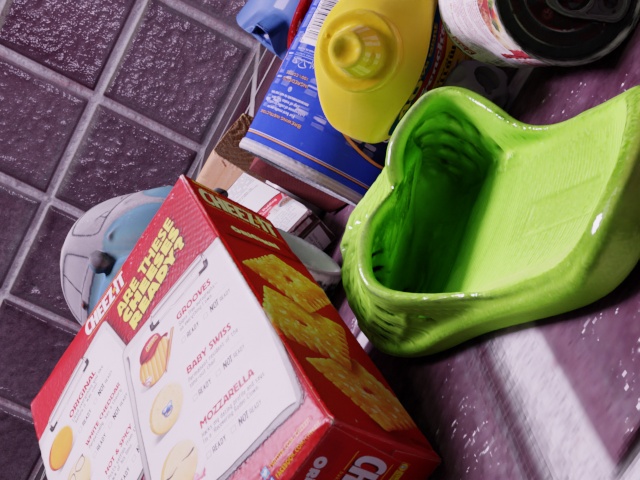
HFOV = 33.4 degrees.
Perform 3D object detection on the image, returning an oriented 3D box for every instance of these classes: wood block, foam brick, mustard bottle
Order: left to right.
[{"bbox_3d":[-0.096,-0.010,1.055,0.206,0.091,0.090,-55,3,35],"label":"wood block"},{"bbox_3d":[-0.006,-0.065,0.839,0.053,0.078,0.051,-65,10,-19],"label":"foam brick"},{"bbox_3d":[0.040,-0.102,0.588,0.096,0.058,0.191,-68,-13,14],"label":"mustard bottle"}]

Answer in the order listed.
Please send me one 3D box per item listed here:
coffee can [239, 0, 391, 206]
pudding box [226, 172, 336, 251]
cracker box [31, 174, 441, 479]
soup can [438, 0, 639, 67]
[{"bbox_3d":[0.020,-0.104,0.738,0.140,0.102,0.103,-63,11,1],"label":"coffee can"},{"bbox_3d":[-0.055,0.001,0.835,0.090,0.039,0.114,-46,35,-10],"label":"pudding box"},{"bbox_3d":[-0.056,0.091,0.515,0.164,0.072,0.214,-54,35,13],"label":"cracker box"},{"bbox_3d":[0.098,-0.115,0.497,0.068,0.068,0.102,-63,10,5],"label":"soup can"}]
